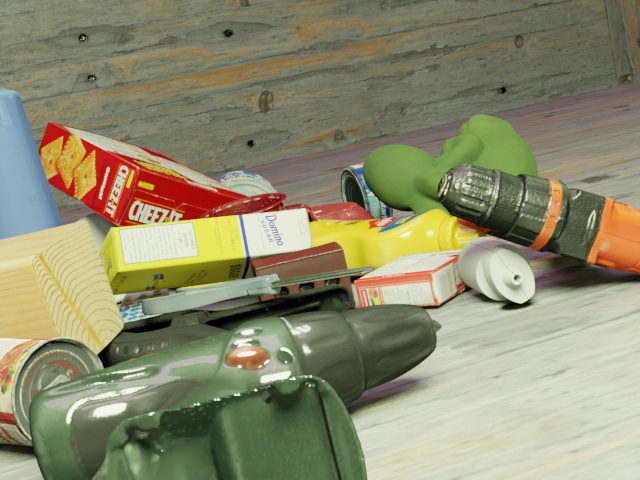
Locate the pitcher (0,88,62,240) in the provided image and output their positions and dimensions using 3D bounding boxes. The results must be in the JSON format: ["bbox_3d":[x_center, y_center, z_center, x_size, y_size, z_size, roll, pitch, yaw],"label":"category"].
[{"bbox_3d":[-0.333,-0.023,1.075,0.144,0.243,0.149,-16,8,-21],"label":"pitcher"}]

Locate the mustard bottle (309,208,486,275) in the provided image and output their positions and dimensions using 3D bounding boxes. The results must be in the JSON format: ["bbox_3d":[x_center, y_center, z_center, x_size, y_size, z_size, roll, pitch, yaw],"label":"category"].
[{"bbox_3d":[0.067,0.004,0.992,0.192,0.058,0.096,-4,6,39],"label":"mustard bottle"}]

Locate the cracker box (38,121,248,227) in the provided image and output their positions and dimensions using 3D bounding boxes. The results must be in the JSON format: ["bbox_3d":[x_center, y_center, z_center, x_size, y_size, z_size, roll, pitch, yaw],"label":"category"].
[{"bbox_3d":[-0.193,-0.056,1.162,0.163,0.072,0.214,15,8,-41],"label":"cracker box"}]

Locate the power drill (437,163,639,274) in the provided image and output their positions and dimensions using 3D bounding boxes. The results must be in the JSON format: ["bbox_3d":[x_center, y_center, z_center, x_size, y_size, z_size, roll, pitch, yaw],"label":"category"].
[{"bbox_3d":[0.164,-0.021,0.836,0.184,0.057,0.188,18,5,-8],"label":"power drill"}]

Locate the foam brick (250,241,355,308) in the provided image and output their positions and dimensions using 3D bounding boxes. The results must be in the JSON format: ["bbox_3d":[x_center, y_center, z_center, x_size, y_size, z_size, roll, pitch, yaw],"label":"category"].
[{"bbox_3d":[-0.015,0.036,0.902,0.078,0.053,0.051,-13,8,-8],"label":"foam brick"}]

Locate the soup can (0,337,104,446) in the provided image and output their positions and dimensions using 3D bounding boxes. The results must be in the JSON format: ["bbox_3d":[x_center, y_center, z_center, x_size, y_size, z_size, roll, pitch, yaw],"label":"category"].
[{"bbox_3d":[-0.194,0.096,0.682,0.102,0.068,0.068,-5,10,43],"label":"soup can"}]

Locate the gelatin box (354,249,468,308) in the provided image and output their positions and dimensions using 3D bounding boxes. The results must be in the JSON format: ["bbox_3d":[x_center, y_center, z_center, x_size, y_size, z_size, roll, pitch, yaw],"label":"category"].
[{"bbox_3d":[0.082,0.032,0.876,0.073,0.030,0.089,-8,9,34],"label":"gelatin box"}]

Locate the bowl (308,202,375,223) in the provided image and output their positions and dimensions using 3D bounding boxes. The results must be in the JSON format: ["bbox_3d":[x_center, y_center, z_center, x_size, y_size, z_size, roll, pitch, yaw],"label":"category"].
[{"bbox_3d":[-0.001,-0.006,1.166,0.162,0.055,0.162,-11,9,2],"label":"bowl"}]

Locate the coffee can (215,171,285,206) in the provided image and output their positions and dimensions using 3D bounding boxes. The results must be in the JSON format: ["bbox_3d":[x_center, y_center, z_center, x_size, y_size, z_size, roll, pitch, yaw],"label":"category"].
[{"bbox_3d":[-0.095,-0.030,1.294,0.102,0.103,0.140,-12,8,-4],"label":"coffee can"}]

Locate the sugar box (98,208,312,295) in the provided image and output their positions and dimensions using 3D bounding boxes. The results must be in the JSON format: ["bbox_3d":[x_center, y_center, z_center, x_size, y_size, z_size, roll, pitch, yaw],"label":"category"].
[{"bbox_3d":[-0.103,0.011,0.948,0.176,0.048,0.093,-4,-14,-20],"label":"sugar box"}]

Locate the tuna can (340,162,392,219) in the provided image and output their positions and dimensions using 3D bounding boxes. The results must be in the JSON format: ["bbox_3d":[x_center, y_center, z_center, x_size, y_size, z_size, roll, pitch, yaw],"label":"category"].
[{"bbox_3d":[0.055,-0.052,1.299,0.033,0.086,0.086,-15,9,-16],"label":"tuna can"}]

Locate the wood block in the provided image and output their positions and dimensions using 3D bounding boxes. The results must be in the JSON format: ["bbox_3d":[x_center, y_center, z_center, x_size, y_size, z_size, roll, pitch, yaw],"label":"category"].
[{"bbox_3d":[-0.267,0.059,0.793,0.206,0.091,0.090,-11,16,18],"label":"wood block"}]

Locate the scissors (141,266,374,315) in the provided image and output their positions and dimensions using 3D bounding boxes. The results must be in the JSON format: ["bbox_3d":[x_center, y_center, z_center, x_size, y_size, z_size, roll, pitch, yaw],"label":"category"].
[{"bbox_3d":[-0.060,0.038,0.806,0.096,0.016,0.202,-13,2,-40],"label":"scissors"}]

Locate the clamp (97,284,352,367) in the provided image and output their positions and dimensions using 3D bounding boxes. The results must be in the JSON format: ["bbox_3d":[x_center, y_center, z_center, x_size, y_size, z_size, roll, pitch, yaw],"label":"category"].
[{"bbox_3d":[-0.086,0.070,0.819,0.210,0.036,0.164,-6,9,32],"label":"clamp"}]

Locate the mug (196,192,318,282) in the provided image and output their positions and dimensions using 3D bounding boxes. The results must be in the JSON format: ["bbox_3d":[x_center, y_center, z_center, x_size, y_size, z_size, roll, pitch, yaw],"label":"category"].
[{"bbox_3d":[-0.057,0.001,1.067,0.117,0.081,0.093,-17,14,-7],"label":"mug"}]
